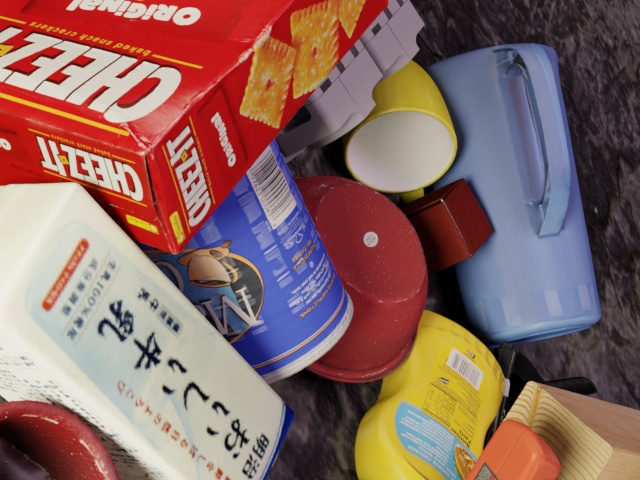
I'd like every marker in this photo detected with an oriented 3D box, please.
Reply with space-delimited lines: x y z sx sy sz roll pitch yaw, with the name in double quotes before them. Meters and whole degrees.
"marker" 0.135 0.139 0.837 0.020 0.020 0.121 25 72 -42

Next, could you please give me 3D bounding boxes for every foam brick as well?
"foam brick" 0.086 -0.006 0.841 0.051 0.078 0.052 59 36 -6

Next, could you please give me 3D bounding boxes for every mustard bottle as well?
"mustard bottle" 0.073 0.144 0.755 0.096 0.058 0.191 41 42 -15

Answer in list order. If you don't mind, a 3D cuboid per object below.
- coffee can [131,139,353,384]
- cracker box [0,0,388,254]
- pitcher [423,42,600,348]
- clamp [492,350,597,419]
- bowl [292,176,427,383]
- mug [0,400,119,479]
"coffee can" -0.054 0.001 0.615 0.140 0.103 0.102 65 34 -23
"cracker box" -0.086 -0.107 0.556 0.213 0.164 0.072 -53 148 -35
"pitcher" 0.162 -0.039 0.899 0.149 0.145 0.243 7 69 -60
"clamp" 0.177 0.153 0.900 0.171 0.039 0.120 24 56 -33
"bowl" 0.020 0.014 0.736 0.161 0.055 0.162 21 51 -28
"mug" -0.155 0.126 0.460 0.117 0.082 0.093 -10 79 -53
